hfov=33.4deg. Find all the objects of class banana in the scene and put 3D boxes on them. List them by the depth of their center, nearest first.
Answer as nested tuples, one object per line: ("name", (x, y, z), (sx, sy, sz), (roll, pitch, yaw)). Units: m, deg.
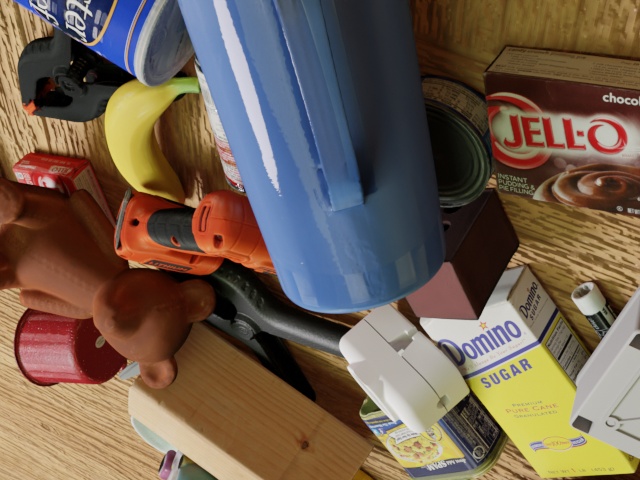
("banana", (-0.132, -0.075, 0.821), (0.069, 0.037, 0.198), (24, 155, -1))

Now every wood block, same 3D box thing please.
("wood block", (-0.067, 0.172, 0.976), (0.206, 0.090, 0.090), (35, 154, 7))

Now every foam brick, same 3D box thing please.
("foam brick", (0.092, 0.010, 0.732), (0.053, 0.078, 0.051), (-2, 130, 40))

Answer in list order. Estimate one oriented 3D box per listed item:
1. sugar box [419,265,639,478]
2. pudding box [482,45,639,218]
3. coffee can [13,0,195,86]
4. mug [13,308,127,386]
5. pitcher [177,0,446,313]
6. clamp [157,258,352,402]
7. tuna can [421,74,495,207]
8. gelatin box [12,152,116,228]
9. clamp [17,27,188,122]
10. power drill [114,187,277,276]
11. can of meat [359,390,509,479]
("sugar box", (0.161, 0.104, 0.805), (0.176, 0.048, 0.094), (49, 142, -17))
("pudding box", (0.157, -0.064, 0.634), (0.114, 0.039, 0.090), (11, 136, 30))
("coffee can", (-0.143, -0.180, 0.696), (0.140, 0.102, 0.103), (32, 143, 6))
("mug", (-0.248, 0.112, 1.111), (0.082, 0.093, 0.117), (-2, 151, 34))
("pitcher", (0.001, -0.078, 0.617), (0.145, 0.149, 0.243), (8, 124, 40))
("clamp", (-0.051, 0.066, 0.938), (0.210, 0.036, 0.165), (41, 145, -9))
("tuna can", (0.077, -0.065, 0.700), (0.086, 0.033, 0.086), (22, 140, 19))
("gelatin box", (-0.233, -0.036, 0.980), (0.073, 0.030, 0.089), (11, 136, 30))
("clamp", (-0.191, -0.141, 0.827), (0.172, 0.039, 0.120), (-10, 126, 41))
("power drill", (-0.055, 0.001, 0.820), (0.184, 0.057, 0.188), (19, 168, -41))
("can of meat", (0.093, 0.156, 0.905), (0.084, 0.057, 0.102), (50, 140, -14))
